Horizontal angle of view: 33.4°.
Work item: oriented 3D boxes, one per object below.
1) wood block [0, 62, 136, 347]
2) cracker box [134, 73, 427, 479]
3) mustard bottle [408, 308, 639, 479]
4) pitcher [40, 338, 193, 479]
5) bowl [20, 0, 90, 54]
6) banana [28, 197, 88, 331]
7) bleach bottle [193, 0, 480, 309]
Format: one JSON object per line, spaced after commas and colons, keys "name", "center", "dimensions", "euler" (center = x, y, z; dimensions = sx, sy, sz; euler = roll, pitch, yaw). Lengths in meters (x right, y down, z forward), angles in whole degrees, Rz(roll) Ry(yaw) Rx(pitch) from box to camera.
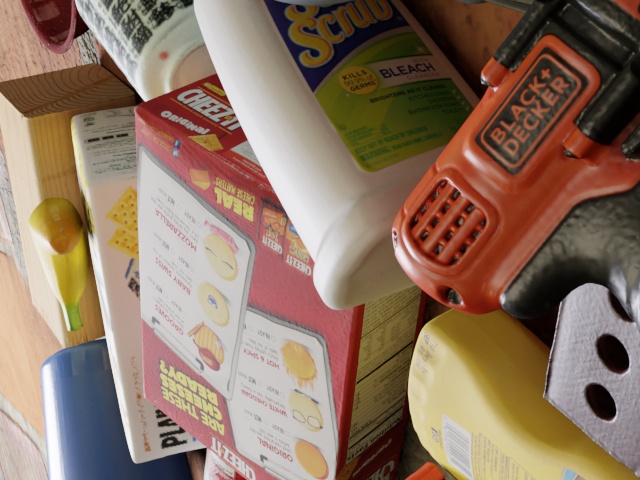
{"name": "wood block", "center": [-0.198, -0.029, 0.883], "dimensions": [0.090, 0.090, 0.206], "euler": [38, 137, 49]}
{"name": "cracker box", "center": [-0.025, 0.038, 0.592], "dimensions": [0.164, 0.072, 0.214], "euler": [32, 135, 32]}
{"name": "mustard bottle", "center": [0.112, 0.106, 0.417], "dimensions": [0.192, 0.058, 0.096], "euler": [41, 150, 45]}
{"name": "pitcher", "center": [-0.166, 0.213, 0.915], "dimensions": [0.149, 0.144, 0.243], "euler": [-36, 61, 51]}
{"name": "bowl", "center": [-0.186, -0.222, 0.783], "dimensions": [0.162, 0.055, 0.162], "euler": [40, 139, 46]}
{"name": "banana", "center": [-0.185, 0.006, 0.771], "dimensions": [0.070, 0.037, 0.198], "euler": [63, 164, 15]}
{"name": "bleach bottle", "center": [-0.012, -0.094, 0.482], "dimensions": [0.251, 0.102, 0.068], "euler": [58, 149, 24]}
